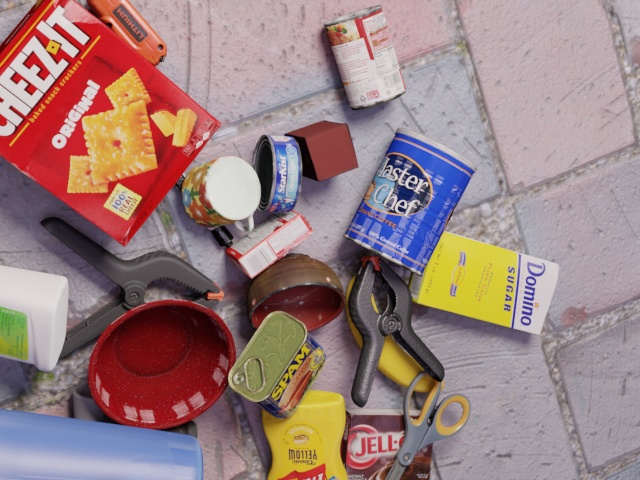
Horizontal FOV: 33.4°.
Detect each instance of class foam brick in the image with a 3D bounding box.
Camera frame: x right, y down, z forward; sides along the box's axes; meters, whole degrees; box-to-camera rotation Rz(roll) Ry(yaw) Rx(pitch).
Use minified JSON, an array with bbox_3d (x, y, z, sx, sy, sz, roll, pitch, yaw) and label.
[{"bbox_3d":[0.001,-0.101,1.194,0.051,0.078,0.053,-20,104,-15],"label":"foam brick"}]

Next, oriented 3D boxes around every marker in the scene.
[{"bbox_3d":[-0.136,-0.041,1.191,0.020,0.020,0.121,-39,108,-8],"label":"marker"}]

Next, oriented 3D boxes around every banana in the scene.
[{"bbox_3d":[0.080,0.117,1.275,0.069,0.037,0.198,-32,107,-9],"label":"banana"}]

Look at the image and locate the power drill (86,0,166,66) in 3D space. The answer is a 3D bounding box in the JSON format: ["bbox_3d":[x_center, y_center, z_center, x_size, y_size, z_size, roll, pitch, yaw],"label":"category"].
[{"bbox_3d":[-0.269,-0.184,1.108,0.187,0.057,0.184,-44,112,-4],"label":"power drill"}]

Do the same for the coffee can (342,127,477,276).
[{"bbox_3d":[0.102,-0.044,1.221,0.102,0.103,0.140,27,90,-20],"label":"coffee can"}]

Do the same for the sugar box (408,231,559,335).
[{"bbox_3d":[0.199,0.050,1.297,0.176,0.048,0.093,15,94,-18],"label":"sugar box"}]

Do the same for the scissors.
[{"bbox_3d":[0.120,0.255,1.278,0.096,0.016,0.202,15,90,-18],"label":"scissors"}]

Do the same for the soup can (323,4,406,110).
[{"bbox_3d":[0.051,-0.205,1.198,0.068,0.069,0.102,-22,105,-13],"label":"soup can"}]

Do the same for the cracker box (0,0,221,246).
[{"bbox_3d":[-0.230,-0.123,1.065,0.213,0.072,0.164,40,89,-23],"label":"cracker box"}]

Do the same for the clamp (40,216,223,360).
[{"bbox_3d":[-0.212,0.048,1.170,0.209,0.036,0.164,-5,108,-16],"label":"clamp"}]

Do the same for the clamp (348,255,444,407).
[{"bbox_3d":[0.085,0.101,1.235,0.120,0.039,0.171,-4,91,-29],"label":"clamp"}]

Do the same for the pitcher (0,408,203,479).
[{"bbox_3d":[-0.246,0.248,1.091,0.242,0.149,0.145,8,141,-16],"label":"pitcher"}]

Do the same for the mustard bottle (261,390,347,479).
[{"bbox_3d":[-0.016,0.275,1.254,0.096,0.058,0.192,-1,101,7],"label":"mustard bottle"}]

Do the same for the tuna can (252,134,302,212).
[{"bbox_3d":[-0.049,-0.073,1.178,0.033,0.086,0.086,1,98,-19],"label":"tuna can"}]

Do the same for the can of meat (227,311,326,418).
[{"bbox_3d":[-0.045,0.141,1.188,0.102,0.058,0.084,-56,150,-11],"label":"can of meat"}]

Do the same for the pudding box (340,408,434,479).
[{"bbox_3d":[0.079,0.251,1.295,0.113,0.039,0.090,2,97,-18],"label":"pudding box"}]

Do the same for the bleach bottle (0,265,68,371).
[{"bbox_3d":[-0.389,0.063,1.089,0.250,0.068,0.103,10,125,-3],"label":"bleach bottle"}]

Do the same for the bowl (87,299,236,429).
[{"bbox_3d":[-0.176,0.124,1.161,0.162,0.055,0.162,-9,117,-18],"label":"bowl"}]

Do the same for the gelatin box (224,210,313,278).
[{"bbox_3d":[-0.058,0.001,1.194,0.089,0.073,0.030,-37,107,-9],"label":"gelatin box"}]
